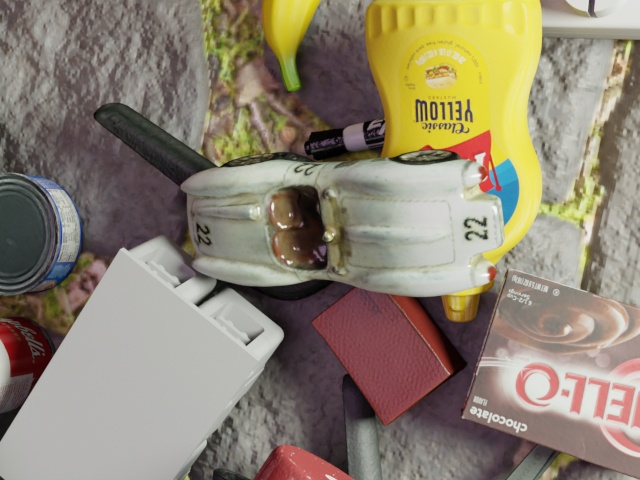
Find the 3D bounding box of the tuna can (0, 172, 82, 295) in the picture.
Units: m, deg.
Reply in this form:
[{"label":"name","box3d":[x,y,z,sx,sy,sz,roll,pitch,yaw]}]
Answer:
[{"label":"tuna can","box3d":[-0.212,-0.004,0.753,0.086,0.033,0.086,0,90,21]}]

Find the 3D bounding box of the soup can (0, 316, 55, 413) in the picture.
[{"label":"soup can","box3d":[-0.238,0.088,0.726,0.069,0.102,0.068,0,90,21]}]

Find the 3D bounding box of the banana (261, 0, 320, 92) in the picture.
[{"label":"banana","box3d":[0.024,-0.187,0.666,0.069,0.037,0.198,42,106,-4]}]

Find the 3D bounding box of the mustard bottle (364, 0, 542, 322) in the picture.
[{"label":"mustard bottle","box3d":[0.078,-0.045,0.616,0.096,0.058,0.192,3,108,21]}]

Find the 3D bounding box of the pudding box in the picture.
[{"label":"pudding box","box3d":[0.146,0.075,0.604,0.113,0.039,0.090,17,89,14]}]

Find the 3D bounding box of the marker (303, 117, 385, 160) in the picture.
[{"label":"marker","box3d":[0.047,-0.069,0.663,0.121,0.020,0.020,-10,86,21]}]

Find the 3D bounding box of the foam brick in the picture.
[{"label":"foam brick","box3d":[0.042,0.063,0.647,0.053,0.051,0.078,-39,77,15]}]

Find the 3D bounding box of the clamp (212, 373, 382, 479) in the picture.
[{"label":"clamp","box3d":[0.011,0.183,0.665,0.120,0.039,0.171,-30,80,18]}]

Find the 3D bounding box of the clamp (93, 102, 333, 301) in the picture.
[{"label":"clamp","box3d":[-0.055,0.001,0.692,0.210,0.036,0.164,7,102,17]}]
